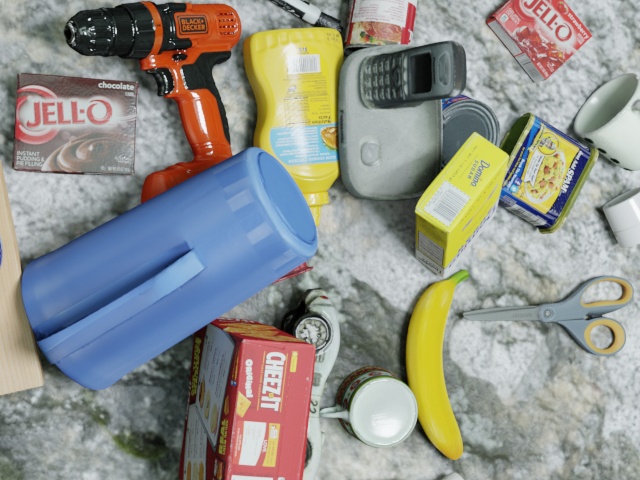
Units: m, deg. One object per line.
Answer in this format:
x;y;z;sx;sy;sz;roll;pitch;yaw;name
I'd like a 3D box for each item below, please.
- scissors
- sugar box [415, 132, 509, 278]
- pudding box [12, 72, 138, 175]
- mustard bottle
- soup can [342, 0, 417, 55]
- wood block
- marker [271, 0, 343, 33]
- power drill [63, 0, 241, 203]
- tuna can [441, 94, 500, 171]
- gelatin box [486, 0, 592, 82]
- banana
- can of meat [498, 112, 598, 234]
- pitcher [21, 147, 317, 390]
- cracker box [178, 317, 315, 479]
0.249;0.093;1.133;0.201;0.016;0.096;-17;98;-17;scissors
0.133;-0.028;1.027;0.048;0.176;0.093;37;82;16;sugar box
-0.230;-0.107;1.004;0.113;0.039;0.090;2;89;-15;pudding box
-0.019;-0.109;1.047;0.096;0.058;0.191;-7;92;-22;mustard bottle
0.062;-0.234;1.061;0.068;0.069;0.102;8;88;-14;soup can
-0.314;0.035;0.959;0.090;0.090;0.206;-12;93;-14;wood block
-0.031;-0.238;1.062;0.121;0.020;0.020;28;84;-13;marker
-0.141;-0.128;0.988;0.184;0.057;0.188;-13;99;-40;power drill
0.138;-0.105;1.086;0.086;0.034;0.086;-9;113;-22;tuna can
0.230;-0.223;1.122;0.073;0.030;0.089;-43;100;-10;gelatin box
0.120;0.127;1.096;0.069;0.037;0.198;3;90;-14;banana
0.225;-0.071;1.110;0.084;0.057;0.102;30;83;-10;can of meat
-0.130;0.024;0.920;0.243;0.149;0.144;-29;142;16;pitcher
-0.071;0.159;0.958;0.072;0.214;0.164;7;89;-16;cracker box
